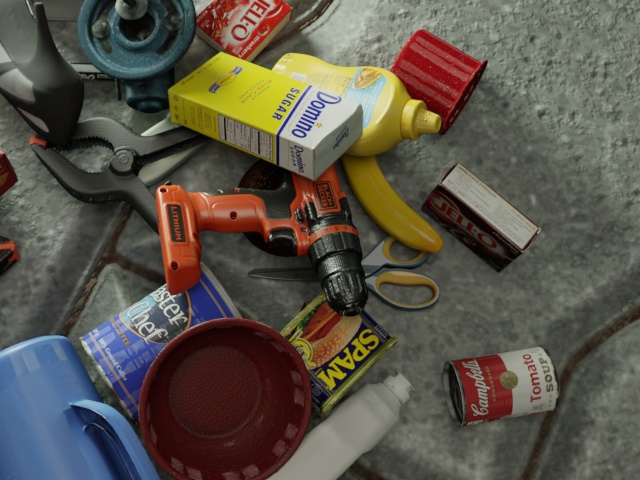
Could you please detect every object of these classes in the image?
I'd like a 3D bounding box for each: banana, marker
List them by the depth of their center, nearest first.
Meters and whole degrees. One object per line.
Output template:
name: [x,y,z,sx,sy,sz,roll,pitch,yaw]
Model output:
banana: [0.064,-0.067,1.132,0.070,0.037,0.198,-25,73,16]
marker: [-0.261,-0.183,1.151,0.121,0.020,0.020,2,76,-5]

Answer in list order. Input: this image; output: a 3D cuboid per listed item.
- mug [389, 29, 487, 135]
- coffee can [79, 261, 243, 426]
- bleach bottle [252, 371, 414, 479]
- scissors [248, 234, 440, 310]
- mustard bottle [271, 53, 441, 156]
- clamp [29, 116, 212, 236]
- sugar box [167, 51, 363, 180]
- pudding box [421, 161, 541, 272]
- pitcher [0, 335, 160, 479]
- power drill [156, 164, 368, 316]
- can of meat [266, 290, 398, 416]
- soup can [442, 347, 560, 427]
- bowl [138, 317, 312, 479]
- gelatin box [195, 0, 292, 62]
mug: [0.127,-0.180,1.156,0.081,0.093,0.117,32,45,8]
coffee can: [-0.149,0.100,1.048,0.140,0.103,0.103,-33,81,-12]
bleach bottle: [-0.008,0.217,1.031,0.250,0.102,0.068,-40,82,-12]
scissors: [0.032,0.019,1.129,0.201,0.016,0.096,15,74,-1]
mustard bottle: [0.034,-0.137,1.108,0.192,0.058,0.096,13,68,25]
clamp: [-0.191,-0.083,1.095,0.210,0.036,0.164,20,71,7]
sugar box: [-0.054,-0.127,1.059,0.176,0.048,0.093,21,45,25]
pudding box: [0.165,-0.023,1.113,0.113,0.090,0.039,38,75,4]
pitcher: [-0.232,0.211,0.996,0.149,0.145,0.243,-26,77,-8]
power drill: [-0.057,0.001,1.014,0.187,0.057,0.184,-7,56,-12]
can of meat: [0.010,0.103,1.031,0.102,0.057,0.084,-43,81,-13]
soup can: [0.183,0.148,1.084,0.102,0.068,0.068,-8,77,-8]
bowl: [-0.091,0.146,0.987,0.162,0.055,0.162,-2,97,-18]
gelatin box: [-0.085,-0.243,1.176,0.073,0.030,0.089,40,76,5]
